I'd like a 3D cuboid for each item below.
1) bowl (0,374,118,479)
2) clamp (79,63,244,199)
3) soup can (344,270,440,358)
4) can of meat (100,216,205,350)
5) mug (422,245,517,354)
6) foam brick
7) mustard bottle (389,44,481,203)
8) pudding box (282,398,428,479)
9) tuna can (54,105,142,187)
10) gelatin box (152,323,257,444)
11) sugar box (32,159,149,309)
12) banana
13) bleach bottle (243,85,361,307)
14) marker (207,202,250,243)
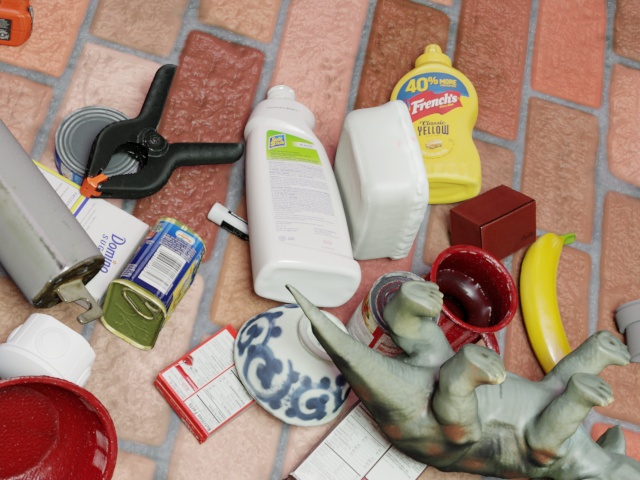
[{"bbox_3d":[-0.250,0.171,0.866,0.161,0.162,0.055,-15,27,-23],"label":"bowl"},{"bbox_3d":[-0.155,-0.086,1.032,0.120,0.039,0.171,39,58,0],"label":"clamp"},{"bbox_3d":[0.064,0.081,1.006,0.068,0.102,0.068,7,61,-13],"label":"soup can"},{"bbox_3d":[-0.150,0.039,0.968,0.057,0.102,0.083,31,57,0],"label":"can of meat"},{"bbox_3d":[0.137,0.074,1.039,0.093,0.082,0.117,-16,69,-31],"label":"mug"},{"bbox_3d":[0.179,-0.015,1.109,0.078,0.053,0.051,-25,35,-27],"label":"foam brick"},{"bbox_3d":[0.123,-0.134,1.160,0.096,0.058,0.191,-3,60,9],"label":"mustard bottle"},{"bbox_3d":[0.034,0.209,0.968,0.090,0.039,0.113,43,58,8],"label":"pudding box"},{"bbox_3d":[-0.219,-0.089,1.054,0.086,0.034,0.086,7,61,-13],"label":"tuna can"},{"bbox_3d":[-0.096,0.131,0.976,0.089,0.030,0.073,-35,78,-29],"label":"gelatin box"},{"bbox_3d":[-0.260,-0.016,0.998,0.176,0.048,0.093,32,60,-2],"label":"sugar box"},{"bbox_3d":[0.239,0.066,1.103,0.069,0.037,0.197,12,60,-10],"label":"banana"},{"bbox_3d":[-0.024,-0.056,1.065,0.102,0.068,0.251,8,50,-18],"label":"bleach bottle"},{"bbox_3d":[-0.057,0.001,1.062,0.121,0.020,0.020,32,59,2],"label":"marker"}]
